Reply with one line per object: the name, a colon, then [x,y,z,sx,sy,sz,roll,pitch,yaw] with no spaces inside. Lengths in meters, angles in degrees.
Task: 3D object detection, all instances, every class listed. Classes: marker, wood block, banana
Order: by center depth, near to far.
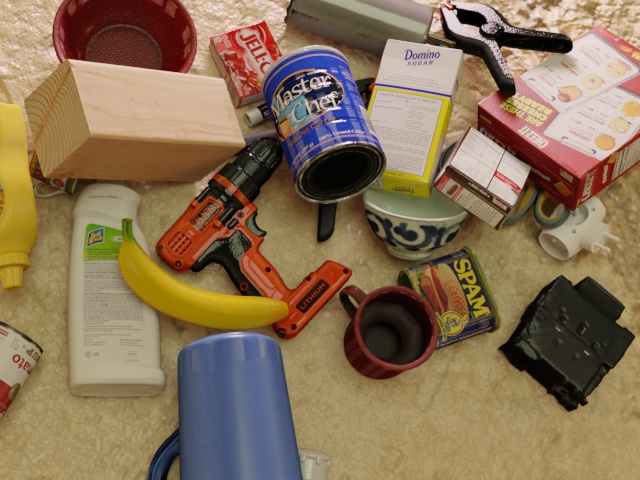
banana: [-0.131,0.053,1.095,0.197,0.037,0.070,29,108,-14]
wood block: [-0.192,-0.122,1.125,0.205,0.091,0.090,-2,67,-48]
marker: [-0.035,-0.168,1.265,0.121,0.020,0.020,-29,79,-20]

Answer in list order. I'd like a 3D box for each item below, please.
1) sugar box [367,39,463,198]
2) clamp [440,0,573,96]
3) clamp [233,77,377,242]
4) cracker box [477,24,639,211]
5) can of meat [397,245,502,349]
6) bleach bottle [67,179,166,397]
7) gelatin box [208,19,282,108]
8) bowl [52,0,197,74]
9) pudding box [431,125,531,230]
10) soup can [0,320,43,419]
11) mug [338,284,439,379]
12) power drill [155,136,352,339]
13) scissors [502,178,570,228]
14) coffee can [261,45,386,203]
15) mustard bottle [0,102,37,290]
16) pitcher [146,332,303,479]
sugar box: [0.101,-0.141,1.223,0.093,0.048,0.176,12,67,14]
clamp: [0.206,-0.239,1.301,0.172,0.039,0.120,28,53,27]
clamp: [-0.006,-0.121,1.246,0.164,0.036,0.209,35,69,1]
cracker box: [0.320,-0.151,1.282,0.213,0.072,0.164,-35,56,-20]
can of meat: [0.143,0.067,1.202,0.083,0.057,0.102,-17,76,-15]
bleach bottle: [-0.215,0.037,1.132,0.102,0.068,0.251,3,67,-16]
gelatin box: [-0.082,-0.210,1.264,0.073,0.030,0.089,-21,77,-18]
bowl: [-0.224,-0.222,1.224,0.162,0.055,0.162,4,70,-11]
pudding box: [0.184,-0.072,1.206,0.090,0.039,0.113,34,34,2]
soup can: [-0.333,0.137,1.067,0.068,0.069,0.102,29,67,-1]
mug: [0.064,0.096,1.160,0.117,0.082,0.093,43,68,5]
power drill: [-0.058,0.001,1.169,0.188,0.057,0.184,41,82,6]
scissors: [0.286,-0.086,1.290,0.096,0.016,0.201,27,64,32]
coffee can: [0.002,-0.126,1.160,0.102,0.103,0.140,-10,58,-15]
mustard bottle: [-0.335,-0.041,1.115,0.058,0.096,0.191,4,67,-46]
pitcher: [-0.091,0.223,1.066,0.149,0.145,0.243,3,66,-24]
